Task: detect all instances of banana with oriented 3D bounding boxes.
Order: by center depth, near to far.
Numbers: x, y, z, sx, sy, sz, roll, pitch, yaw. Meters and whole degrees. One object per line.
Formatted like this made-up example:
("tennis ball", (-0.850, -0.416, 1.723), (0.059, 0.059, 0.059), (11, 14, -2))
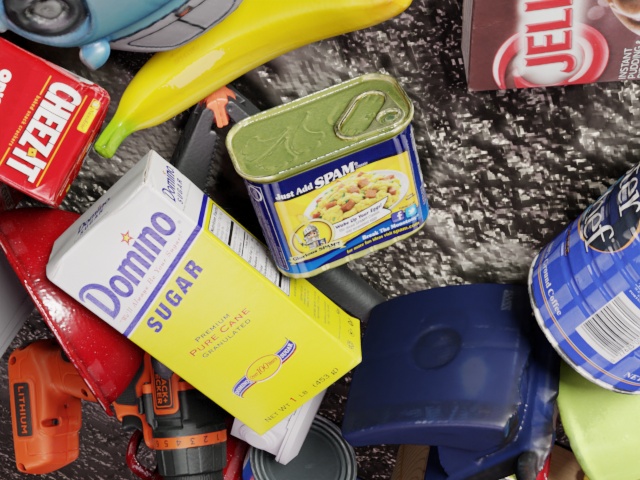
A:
("banana", (-0.036, -0.103, 0.568), (0.198, 0.069, 0.037), (-25, 138, 26))

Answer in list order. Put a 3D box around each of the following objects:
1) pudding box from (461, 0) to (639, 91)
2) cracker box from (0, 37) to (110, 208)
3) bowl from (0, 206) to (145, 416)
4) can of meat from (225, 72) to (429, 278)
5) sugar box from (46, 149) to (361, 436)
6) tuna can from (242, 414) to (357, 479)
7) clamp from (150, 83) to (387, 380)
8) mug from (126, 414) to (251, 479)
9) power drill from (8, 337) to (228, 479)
("pudding box", (0.112, -0.122, 0.487), (0.090, 0.039, 0.113), (-5, 138, 1))
("cracker box", (-0.225, -0.098, 0.587), (0.213, 0.072, 0.164), (29, 175, -12))
("bowl", (-0.160, 0.035, 0.712), (0.162, 0.055, 0.162), (53, 166, 19))
("can of meat", (0.008, -0.035, 0.605), (0.102, 0.057, 0.084), (-21, 133, -4))
("sugar box", (-0.067, 0.036, 0.643), (0.176, 0.048, 0.093), (39, 115, -24))
("tuna can", (-0.017, 0.178, 0.831), (0.086, 0.086, 0.034), (23, 139, -1))
("clamp", (-0.054, 0.001, 0.671), (0.164, 0.036, 0.210), (-18, 126, 1))
("mug", (-0.105, 0.189, 0.880), (0.117, 0.081, 0.093), (31, 137, -10))
("power drill", (-0.149, 0.136, 0.801), (0.188, 0.184, 0.057), (-9, 173, 32))
